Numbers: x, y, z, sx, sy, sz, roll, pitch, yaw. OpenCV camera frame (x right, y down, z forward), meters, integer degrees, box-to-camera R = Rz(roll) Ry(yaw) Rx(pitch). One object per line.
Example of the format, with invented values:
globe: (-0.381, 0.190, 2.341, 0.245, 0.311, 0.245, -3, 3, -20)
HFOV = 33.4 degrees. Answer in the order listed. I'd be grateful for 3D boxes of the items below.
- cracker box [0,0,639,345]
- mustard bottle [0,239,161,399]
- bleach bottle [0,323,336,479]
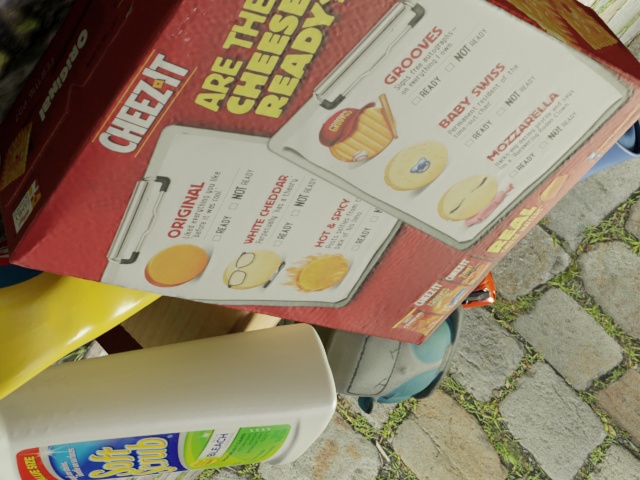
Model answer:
cracker box: (0.005, -0.048, 0.419, 0.213, 0.072, 0.164, 15, 126, -40)
mustard bottle: (-0.128, 0.027, 0.456, 0.096, 0.058, 0.191, -3, -157, 41)
bleach bottle: (-0.122, 0.099, 0.582, 0.250, 0.068, 0.103, -5, 151, -27)
